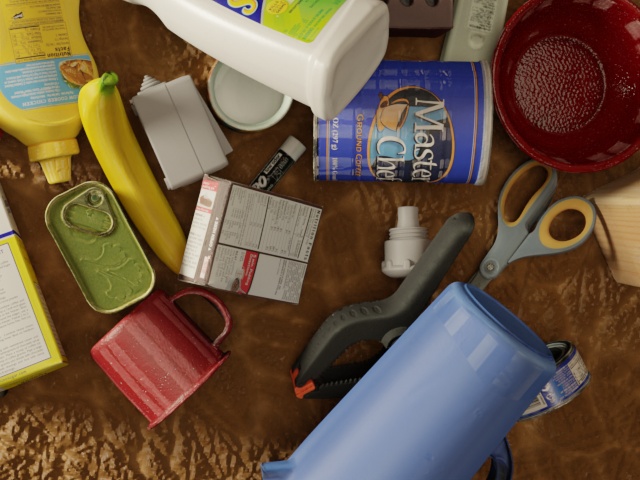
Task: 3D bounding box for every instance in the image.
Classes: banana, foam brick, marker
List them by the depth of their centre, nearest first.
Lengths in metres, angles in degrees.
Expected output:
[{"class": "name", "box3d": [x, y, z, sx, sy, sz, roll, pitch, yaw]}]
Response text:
[{"class": "banana", "box3d": [-0.155, -0.056, 0.871, 0.037, 0.070, 0.198, -29, 126, -12]}, {"class": "foam brick", "box3d": [0.069, -0.203, 0.914, 0.078, 0.051, 0.053, -2, 92, -8]}, {"class": "marker", "box3d": [-0.057, -0.039, 0.919, 0.020, 0.020, 0.121, 40, 87, -8]}]

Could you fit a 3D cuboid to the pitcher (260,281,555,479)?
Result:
[{"class": "pitcher", "box3d": [0.083, 0.161, 0.867, 0.145, 0.149, 0.243, 45, 103, 28]}]

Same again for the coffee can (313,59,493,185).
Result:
[{"class": "coffee can", "box3d": [0.066, -0.098, 0.881, 0.140, 0.103, 0.103, 1, 92, 2]}]

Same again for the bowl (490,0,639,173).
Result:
[{"class": "bowl", "box3d": [0.219, -0.139, 0.936, 0.162, 0.055, 0.162, 0, 93, -8]}]

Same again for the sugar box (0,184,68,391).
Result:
[{"class": "sugar box", "box3d": [-0.279, 0.035, 0.863, 0.093, 0.048, 0.176, -21, 82, -9]}]

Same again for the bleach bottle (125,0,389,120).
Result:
[{"class": "bleach bottle", "box3d": [-0.076, -0.184, 0.843, 0.251, 0.068, 0.102, 25, 56, 20]}]

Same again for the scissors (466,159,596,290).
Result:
[{"class": "scissors", "box3d": [0.172, 0.025, 0.944, 0.096, 0.016, 0.202, 24, 89, 16]}]

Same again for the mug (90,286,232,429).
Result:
[{"class": "mug", "box3d": [-0.126, 0.087, 0.879, 0.117, 0.093, 0.081, -42, 93, 7]}]

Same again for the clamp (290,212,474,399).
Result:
[{"class": "clamp", "box3d": [0.075, 0.085, 0.920, 0.210, 0.036, 0.164, -32, 121, 9]}]

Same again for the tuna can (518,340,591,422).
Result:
[{"class": "tuna can", "box3d": [0.189, 0.122, 0.929, 0.086, 0.086, 0.034, -30, 95, -6]}]

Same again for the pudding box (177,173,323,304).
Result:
[{"class": "pudding box", "box3d": [-0.056, 0.001, 0.886, 0.113, 0.039, 0.090, 14, 90, -47]}]

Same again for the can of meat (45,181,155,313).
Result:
[{"class": "can of meat", "box3d": [-0.177, 0.004, 0.871, 0.057, 0.084, 0.102, -28, 96, -6]}]

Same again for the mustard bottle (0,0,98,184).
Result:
[{"class": "mustard bottle", "box3d": [-0.231, -0.141, 0.867, 0.096, 0.058, 0.191, -14, 96, -32]}]
